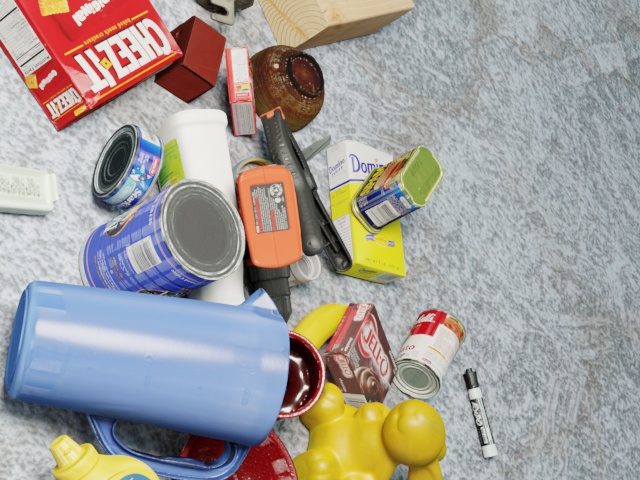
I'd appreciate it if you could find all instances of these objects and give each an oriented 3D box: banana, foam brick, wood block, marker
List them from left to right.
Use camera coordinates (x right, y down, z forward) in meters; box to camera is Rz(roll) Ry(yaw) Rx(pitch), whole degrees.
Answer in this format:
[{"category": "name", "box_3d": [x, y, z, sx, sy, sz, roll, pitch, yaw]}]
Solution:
[{"category": "foam brick", "box_3d": [-0.150, -0.210, 1.236, 0.051, 0.053, 0.078, 32, 51, -33]}, {"category": "banana", "box_3d": [-0.006, 0.123, 1.246, 0.197, 0.037, 0.069, -38, 100, -48]}, {"category": "wood block", "box_3d": [0.024, -0.324, 1.444, 0.205, 0.090, 0.091, -25, 91, -48]}, {"category": "marker", "box_3d": [0.215, 0.232, 1.443, 0.020, 0.020, 0.121, -1, 73, -47]}]

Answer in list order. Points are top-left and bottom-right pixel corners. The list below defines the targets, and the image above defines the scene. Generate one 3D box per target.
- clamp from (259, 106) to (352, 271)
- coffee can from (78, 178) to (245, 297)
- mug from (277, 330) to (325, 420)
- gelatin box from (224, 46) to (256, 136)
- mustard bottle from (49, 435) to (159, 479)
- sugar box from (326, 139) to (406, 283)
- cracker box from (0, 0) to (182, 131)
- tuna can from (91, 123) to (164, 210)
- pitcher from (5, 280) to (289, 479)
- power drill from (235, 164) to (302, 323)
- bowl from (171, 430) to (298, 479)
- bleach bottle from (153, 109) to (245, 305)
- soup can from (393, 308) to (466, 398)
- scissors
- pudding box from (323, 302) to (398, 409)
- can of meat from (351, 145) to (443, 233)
[{"category": "clamp", "box_3d": [-0.020, -0.058, 1.268, 0.210, 0.036, 0.164, 69, 9, 20]}, {"category": "coffee can", "box_3d": [-0.158, 0.010, 1.059, 0.102, 0.141, 0.103, 22, 58, -39]}, {"category": "mug", "box_3d": [-0.053, 0.137, 1.139, 0.093, 0.082, 0.117, -15, 78, -19]}, {"category": "gelatin box", "box_3d": [-0.093, -0.174, 1.260, 0.030, 0.089, 0.073, -5, 69, -2]}, {"category": "mustard bottle", "box_3d": [-0.175, 0.248, 0.940, 0.096, 0.058, 0.191, -43, 109, -28]}, {"category": "sugar box", "box_3d": [0.059, -0.038, 1.382, 0.093, 0.048, 0.176, 16, 63, -41]}, {"category": "cracker box", "box_3d": [-0.264, -0.247, 1.119, 0.213, 0.072, 0.164, 58, 42, -11]}, {"category": "tuna can", "box_3d": [-0.199, -0.076, 1.098, 0.033, 0.086, 0.086, 26, 55, -35]}, {"category": "pitcher", "box_3d": [-0.161, 0.120, 0.983, 0.242, 0.145, 0.149, 12, 44, -20]}, {"category": "power drill", "box_3d": [-0.058, 0.001, 1.155, 0.057, 0.188, 0.184, -10, 84, -8]}, {"category": "bowl", "box_3d": [-0.096, 0.258, 1.076, 0.161, 0.055, 0.162, 22, 58, -39]}, {"category": "bleach bottle", "box_3d": [-0.120, -0.006, 1.136, 0.067, 0.103, 0.251, -5, 75, -32]}, {"category": "soup can", "box_3d": [0.138, 0.145, 1.365, 0.068, 0.069, 0.102, 51, 44, -16]}, {"category": "scissors", "box_3d": [-0.034, -0.074, 1.324, 0.201, 0.016, 0.096, -16, 86, -49]}, {"category": "pudding box", "box_3d": [0.049, 0.144, 1.267, 0.090, 0.039, 0.113, -59, 141, -43]}, {"category": "can of meat", "box_3d": [0.098, -0.066, 1.338, 0.057, 0.084, 0.102, 50, 42, -14]}]
